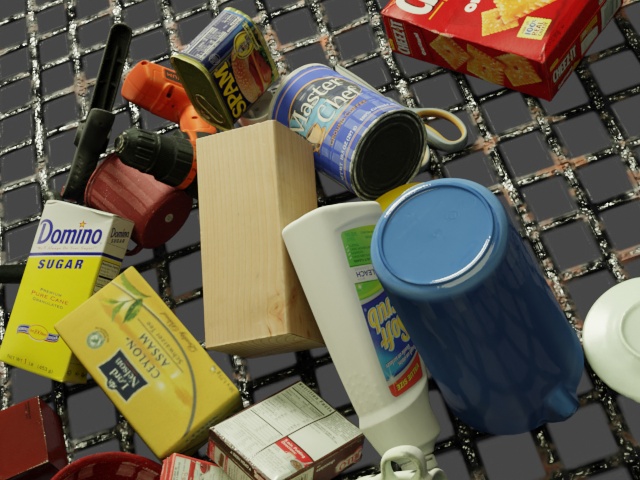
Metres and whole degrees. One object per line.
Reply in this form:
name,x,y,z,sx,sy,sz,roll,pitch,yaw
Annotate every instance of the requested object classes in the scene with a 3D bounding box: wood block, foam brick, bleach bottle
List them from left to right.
foam brick,-0.280,0.201,1.033,0.053,0.051,0.078,-21,52,2
wood block,-0.056,0.001,1.027,0.091,0.090,0.206,-12,73,23
bleach bottle,0.051,0.092,0.951,0.068,0.102,0.251,-30,76,37

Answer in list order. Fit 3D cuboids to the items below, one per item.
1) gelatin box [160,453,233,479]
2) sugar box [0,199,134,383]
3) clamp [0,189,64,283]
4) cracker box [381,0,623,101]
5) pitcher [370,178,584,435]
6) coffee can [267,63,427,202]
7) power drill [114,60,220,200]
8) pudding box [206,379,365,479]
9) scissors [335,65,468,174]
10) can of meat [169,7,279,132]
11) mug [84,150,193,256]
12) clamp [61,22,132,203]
gelatin box,-0.100,0.234,0.933,0.089,0.030,0.073,19,54,-19
sugar box,-0.262,0.051,1.098,0.093,0.048,0.176,13,86,26
clamp,-0.285,0.032,1.161,0.172,0.039,0.120,40,92,30
cracker box,0.201,-0.260,1.186,0.214,0.072,0.164,25,66,32
pitcher,0.122,0.051,0.883,0.149,0.242,0.145,-7,56,22
coffee can,0.026,-0.113,1.111,0.102,0.102,0.140,-43,48,-14
power drill,-0.157,-0.117,1.153,0.057,0.184,0.188,-50,43,23
pudding box,-0.030,0.180,0.944,0.113,0.039,0.090,-21,42,-39
scissors,0.068,-0.131,1.174,0.202,0.016,0.096,26,67,32
can of meat,-0.097,-0.178,1.110,0.058,0.102,0.084,27,66,34
mug,-0.198,-0.035,1.153,0.081,0.093,0.117,39,111,20
clamp,-0.247,-0.125,1.170,0.036,0.210,0.164,16,49,-14
